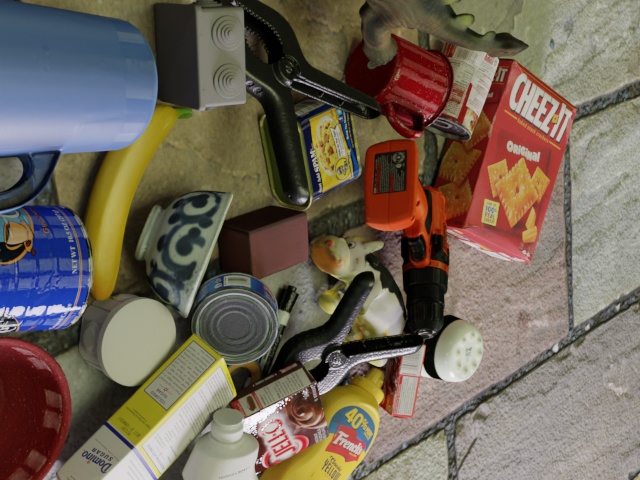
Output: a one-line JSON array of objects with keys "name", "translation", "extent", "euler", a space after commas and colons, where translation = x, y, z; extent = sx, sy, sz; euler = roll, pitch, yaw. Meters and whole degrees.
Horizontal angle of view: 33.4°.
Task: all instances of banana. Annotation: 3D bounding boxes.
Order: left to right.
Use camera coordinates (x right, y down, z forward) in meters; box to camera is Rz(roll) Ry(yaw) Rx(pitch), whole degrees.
[{"name": "banana", "translation": [-0.172, -0.045, 0.949], "extent": [0.069, 0.037, 0.198], "euler": [34, 76, -43]}]

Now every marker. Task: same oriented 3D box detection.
[{"name": "marker", "translation": [-0.051, 0.104, 1.121], "extent": [0.020, 0.020, 0.121], "euler": [29, 79, -45]}]

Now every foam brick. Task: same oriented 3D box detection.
[{"name": "foam brick", "translation": [-0.057, 0.001, 1.065], "extent": [0.078, 0.053, 0.051], "euler": [-20, 114, -39]}]

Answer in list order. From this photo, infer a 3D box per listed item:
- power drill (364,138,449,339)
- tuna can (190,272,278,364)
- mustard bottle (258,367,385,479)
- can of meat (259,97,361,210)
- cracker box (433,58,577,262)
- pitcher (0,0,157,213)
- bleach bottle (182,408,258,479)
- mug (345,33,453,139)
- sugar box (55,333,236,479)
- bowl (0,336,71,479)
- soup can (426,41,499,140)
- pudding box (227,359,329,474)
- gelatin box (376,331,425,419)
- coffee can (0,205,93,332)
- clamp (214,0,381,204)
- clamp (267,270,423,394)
[{"name": "power drill", "translation": [0.096, -0.007, 1.148], "extent": [0.187, 0.057, 0.184], "euler": [58, 29, -57]}, {"name": "tuna can", "translation": [-0.083, 0.076, 1.026], "extent": [0.086, 0.034, 0.086], "euler": [-2, 114, -4]}, {"name": "mustard bottle", "translation": [0.014, 0.222, 1.189], "extent": [0.191, 0.058, 0.096], "euler": [-53, 129, -22]}, {"name": "can of meat", "translation": [-0.008, -0.094, 1.088], "extent": [0.083, 0.058, 0.102], "euler": [-30, 120, -39]}, {"name": "cracker box", "translation": [0.225, -0.095, 1.311], "extent": [0.164, 0.072, 0.213], "euler": [23, 83, -46]}, {"name": "pitcher", "translation": [-0.244, -0.110, 0.796], "extent": [0.242, 0.145, 0.149], "euler": [-6, 130, -47]}, {"name": "bleach bottle", "translation": [-0.093, 0.275, 1.053], "extent": [0.102, 0.068, 0.251], "euler": [-17, 124, -41]}, {"name": "mug", "translation": [0.082, -0.161, 1.130], "extent": [0.081, 0.093, 0.117], "euler": [17, 58, -41]}, {"name": "sugar box", "translation": [-0.156, 0.175, 0.976], "extent": [0.176, 0.048, 0.093], "euler": [-43, 154, -19]}, {"name": "bowl", "translation": [-0.286, 0.146, 0.864], "extent": [0.161, 0.055, 0.162], "euler": [-18, 118, -39]}, {"name": "soup can", "translation": [0.158, -0.175, 1.225], "extent": [0.068, 0.069, 0.102], "euler": [29, 79, -45]}, {"name": "pudding box", "translation": [-0.043, 0.182, 1.092], "extent": [0.090, 0.039, 0.113], "euler": [-26, 139, -12]}, {"name": "gelatin box", "translation": [0.088, 0.153, 1.234], "extent": [0.030, 0.073, 0.089], "euler": [8, 96, -17]}, {"name": "coffee can", "translation": [-0.263, 0.022, 0.826], "extent": [0.140, 0.103, 0.103], "euler": [-1, 101, -45]}, {"name": "clamp", "translation": [-0.041, -0.146, 1.002], "extent": [0.210, 0.036, 0.164], "euler": [46, 49, -19]}, {"name": "clamp", "translation": [0.023, 0.118, 1.125], "extent": [0.171, 0.039, 0.120], "euler": [-40, 116, 14]}]
